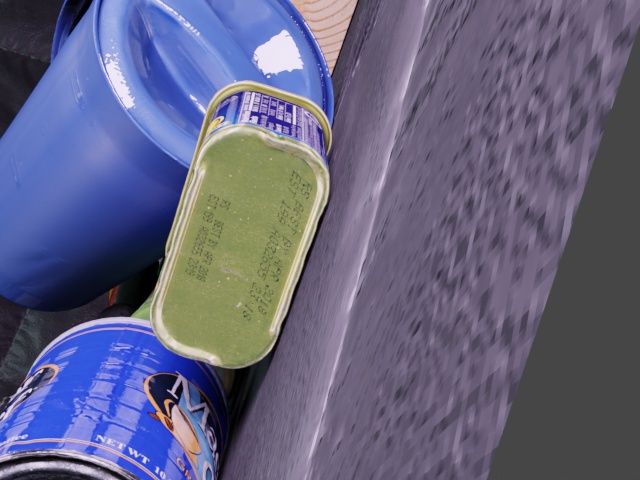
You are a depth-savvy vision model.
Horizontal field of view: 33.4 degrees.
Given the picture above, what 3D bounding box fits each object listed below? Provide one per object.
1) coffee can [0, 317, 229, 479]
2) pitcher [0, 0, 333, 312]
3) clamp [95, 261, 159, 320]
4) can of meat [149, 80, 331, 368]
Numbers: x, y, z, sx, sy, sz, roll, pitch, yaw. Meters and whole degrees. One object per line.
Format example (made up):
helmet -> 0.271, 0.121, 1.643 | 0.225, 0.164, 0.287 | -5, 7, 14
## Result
coffee can -> -0.096, 0.104, 0.457 | 0.140, 0.102, 0.103 | -87, 16, -74
pitcher -> -0.115, -0.056, 0.601 | 0.243, 0.145, 0.149 | -32, 27, 47
clamp -> -0.124, 0.065, 0.694 | 0.171, 0.039, 0.120 | -170, 71, -88
can of meat -> -0.032, -0.007, 0.442 | 0.084, 0.057, 0.102 | -94, 23, -72
